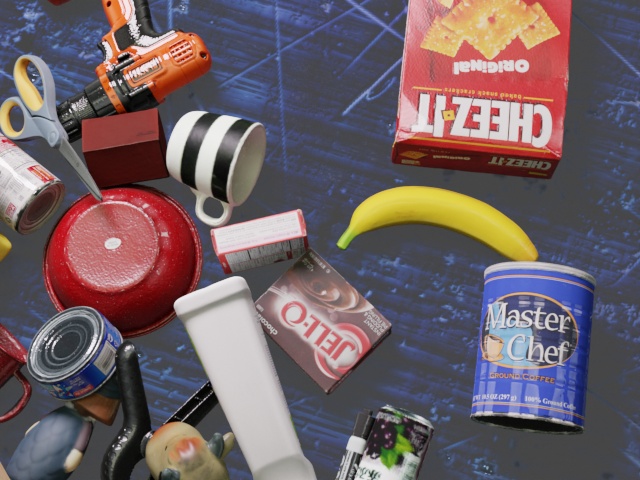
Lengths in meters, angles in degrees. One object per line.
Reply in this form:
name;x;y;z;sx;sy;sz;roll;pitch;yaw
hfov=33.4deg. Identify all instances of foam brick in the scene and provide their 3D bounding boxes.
foam brick;-0.194;-0.091;1.062;0.078;0.051;0.053;-9;45;-2

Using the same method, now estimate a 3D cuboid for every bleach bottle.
bleach bottle;-0.054;0.160;0.959;0.068;0.102;0.251;-22;86;-3

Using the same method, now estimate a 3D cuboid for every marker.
marker;0.026;0.215;0.996;0.020;0.020;0.121;17;76;6

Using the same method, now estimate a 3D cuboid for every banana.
banana;0.117;-0.017;1.051;0.198;0.037;0.069;5;92;4

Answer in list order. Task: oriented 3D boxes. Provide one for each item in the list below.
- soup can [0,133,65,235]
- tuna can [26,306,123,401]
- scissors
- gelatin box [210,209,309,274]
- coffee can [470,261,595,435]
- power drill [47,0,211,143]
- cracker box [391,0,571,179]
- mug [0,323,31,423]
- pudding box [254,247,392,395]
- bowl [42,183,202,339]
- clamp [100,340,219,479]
soup can;-0.313;-0.061;1.059;0.102;0.068;0.068;37;79;11
tuna can;-0.228;0.104;0.990;0.086;0.033;0.086;-16;46;17
scissors;-0.272;-0.095;1.057;0.096;0.016;0.202;-41;62;32
gelatin box;-0.057;0.001;1.030;0.089;0.073;0.030;-14;75;-2
coffee can;0.195;0.100;0.979;0.103;0.103;0.140;7;75;4
power drill;-0.228;-0.209;1.105;0.184;0.057;0.188;-28;77;-3
cracker box;0.164;-0.179;1.074;0.164;0.072;0.213;6;75;4
mug;-0.324;0.122;1.001;0.117;0.093;0.081;44;85;1
pudding box;-0.001;0.078;1.024;0.113;0.039;0.090;43;81;13
bowl;-0.198;0.013;1.042;0.162;0.055;0.162;0;74;1
clamp;-0.147;0.184;0.990;0.120;0.039;0.171;12;89;-27
